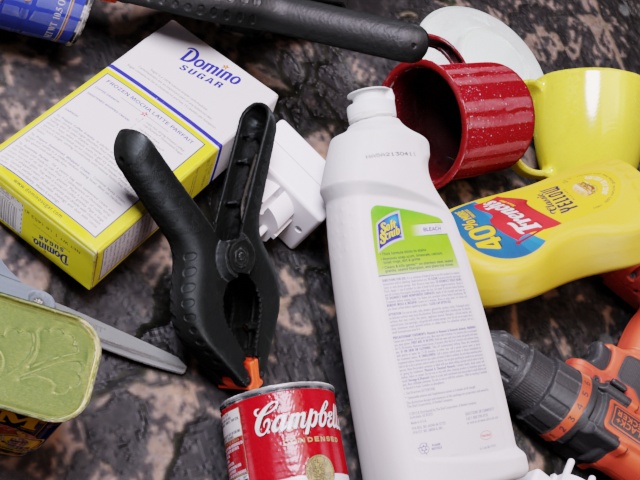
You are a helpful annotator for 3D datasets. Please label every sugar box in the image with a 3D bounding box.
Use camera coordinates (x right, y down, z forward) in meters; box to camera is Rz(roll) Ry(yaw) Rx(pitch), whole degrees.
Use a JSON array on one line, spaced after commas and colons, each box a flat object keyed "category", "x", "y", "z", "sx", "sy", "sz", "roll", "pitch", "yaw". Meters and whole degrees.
[{"category": "sugar box", "x": -0.114, "y": -0.058, "z": 0.654, "sx": 0.093, "sy": 0.048, "sz": 0.176, "roll": 37, "pitch": 50, "yaw": 10}]

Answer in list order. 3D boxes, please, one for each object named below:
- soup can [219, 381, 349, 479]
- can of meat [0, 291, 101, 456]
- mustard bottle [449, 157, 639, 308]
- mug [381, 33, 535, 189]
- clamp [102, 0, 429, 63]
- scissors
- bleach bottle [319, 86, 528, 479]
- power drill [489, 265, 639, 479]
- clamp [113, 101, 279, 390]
[{"category": "soup can", "x": -0.017, "y": 0.138, "z": 0.601, "sx": 0.068, "sy": 0.069, "sz": 0.102, "roll": 1, "pitch": 66, "yaw": -28}, {"category": "can of meat", "x": -0.173, "y": 0.067, "z": 0.541, "sx": 0.102, "sy": 0.084, "sz": 0.057, "roll": 20, "pitch": 58, "yaw": -19}, {"category": "mustard bottle", "x": 0.134, "y": 0.002, "z": 0.733, "sx": 0.191, "sy": 0.058, "sz": 0.096, "roll": -18, "pitch": 34, "yaw": -7}, {"category": "mug", "x": 0.095, "y": -0.097, "z": 0.770, "sx": 0.081, "sy": 0.093, "sz": 0.117, "roll": -11, "pitch": 72, "yaw": -38}, {"category": "clamp", "x": -0.048, "y": -0.157, "z": 0.714, "sx": 0.209, "sy": 0.165, "sz": 0.036, "roll": 8, "pitch": 104, "yaw": -15}, {"category": "scissors", "x": -0.170, "y": 0.020, "z": 0.609, "sx": 0.201, "sy": 0.016, "sz": 0.096, "roll": 14, "pitch": 50, "yaw": -32}, {"category": "bleach bottle", "x": 0.057, "y": 0.029, "z": 0.664, "sx": 0.102, "sy": 0.068, "sz": 0.251, "roll": -4, "pitch": 81, "yaw": -30}, {"category": "power drill", "x": 0.201, "y": 0.071, "z": 0.764, "sx": 0.184, "sy": 0.057, "sz": 0.187, "roll": 35, "pitch": 56, "yaw": -9}, {"category": "clamp", "x": -0.054, "y": 0.001, "z": 0.630, "sx": 0.120, "sy": 0.039, "sz": 0.171, "roll": -29, "pitch": 115, "yaw": -40}]
